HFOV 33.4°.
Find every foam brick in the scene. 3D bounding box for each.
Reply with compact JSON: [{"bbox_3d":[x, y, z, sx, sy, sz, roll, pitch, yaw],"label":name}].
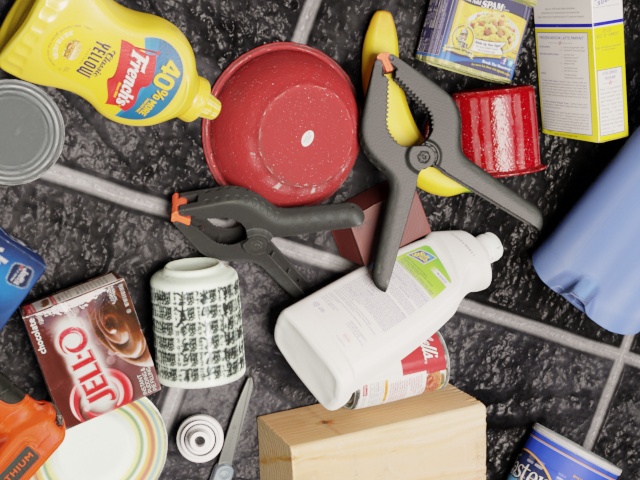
[{"bbox_3d":[0.055,-0.018,1.022,0.078,0.051,0.053,-26,110,-18],"label":"foam brick"}]

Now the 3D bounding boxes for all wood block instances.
[{"bbox_3d":[0.051,0.207,1.046,0.205,0.091,0.090,-8,104,-23],"label":"wood block"}]

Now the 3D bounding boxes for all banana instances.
[{"bbox_3d":[0.082,-0.117,1.005,0.070,0.037,0.198,-30,93,8],"label":"banana"}]

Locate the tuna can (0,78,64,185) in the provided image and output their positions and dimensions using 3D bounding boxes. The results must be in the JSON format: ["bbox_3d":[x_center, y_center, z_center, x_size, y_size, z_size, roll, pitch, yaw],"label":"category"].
[{"bbox_3d":[-0.256,-0.090,0.876,0.086,0.034,0.086,-5,103,-23],"label":"tuna can"}]

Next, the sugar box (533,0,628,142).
[{"bbox_3d":[0.256,-0.190,1.053,0.048,0.093,0.176,-11,106,-24],"label":"sugar box"}]

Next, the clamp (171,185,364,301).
[{"bbox_3d":[-0.056,0.001,0.973,0.171,0.039,0.120,12,123,-12],"label":"clamp"}]

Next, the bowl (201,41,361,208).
[{"bbox_3d":[-0.023,-0.098,0.968,0.161,0.055,0.162,-5,104,-23],"label":"bowl"}]

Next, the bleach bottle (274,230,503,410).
[{"bbox_3d":[0.083,0.059,1.015,0.250,0.103,0.068,-26,154,-30],"label":"bleach bottle"}]

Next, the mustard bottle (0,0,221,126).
[{"bbox_3d":[-0.162,-0.146,0.882,0.191,0.058,0.096,25,114,-36],"label":"mustard bottle"}]

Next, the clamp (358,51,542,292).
[{"bbox_3d":[0.085,-0.066,0.968,0.164,0.036,0.210,-29,92,-2],"label":"clamp"}]

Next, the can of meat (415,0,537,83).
[{"bbox_3d":[0.147,-0.201,1.022,0.102,0.057,0.084,11,99,-25],"label":"can of meat"}]

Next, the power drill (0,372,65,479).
[{"bbox_3d":[-0.306,0.135,0.820,0.184,0.057,0.187,-47,116,-9],"label":"power drill"}]

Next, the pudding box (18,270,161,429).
[{"bbox_3d":[-0.197,0.093,0.915,0.090,0.039,0.113,-22,109,-19],"label":"pudding box"}]

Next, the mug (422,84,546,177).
[{"bbox_3d":[0.157,-0.106,1.036,0.117,0.093,0.081,-5,99,5],"label":"mug"}]

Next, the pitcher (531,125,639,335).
[{"bbox_3d":[0.332,-0.038,1.056,0.144,0.149,0.243,18,120,-25],"label":"pitcher"}]

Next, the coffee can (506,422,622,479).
[{"bbox_3d":[0.243,0.281,1.142,0.102,0.103,0.140,29,88,-27],"label":"coffee can"}]

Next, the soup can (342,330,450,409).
[{"bbox_3d":[0.066,0.124,1.048,0.102,0.069,0.068,-9,105,-22],"label":"soup can"}]

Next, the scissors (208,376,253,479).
[{"bbox_3d":[-0.083,0.238,1.034,0.096,0.016,0.202,32,87,-28],"label":"scissors"}]
